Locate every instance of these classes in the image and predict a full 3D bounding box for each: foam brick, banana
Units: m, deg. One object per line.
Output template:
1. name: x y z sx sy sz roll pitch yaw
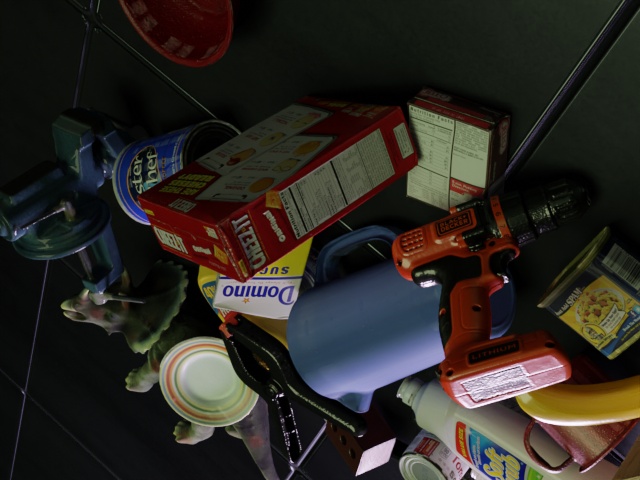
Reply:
1. foam brick: 0.049 0.239 1.321 0.078 0.051 0.053 51 145 35
2. banana: 0.263 0.138 0.972 0.198 0.037 0.069 -4 133 0

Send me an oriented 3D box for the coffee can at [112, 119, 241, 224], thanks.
1. coffee can: -0.157 -0.076 1.216 0.141 0.102 0.103 -8 117 47

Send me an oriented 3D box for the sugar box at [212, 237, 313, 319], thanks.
1. sugar box: -0.057 0.002 1.167 0.093 0.048 0.176 10 119 -7

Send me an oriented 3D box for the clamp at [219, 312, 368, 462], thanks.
1. clamp: -0.042 0.175 1.294 0.165 0.036 0.210 -24 103 47

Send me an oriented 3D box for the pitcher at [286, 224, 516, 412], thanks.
1. pitcher: 0.080 0.068 1.109 0.149 0.144 0.243 43 141 -16

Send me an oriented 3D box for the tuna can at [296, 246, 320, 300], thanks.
1. tuna can: -0.022 0.045 1.251 0.086 0.033 0.086 26 138 26

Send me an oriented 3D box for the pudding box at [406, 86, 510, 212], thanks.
1. pudding box: 0.125 -0.078 0.992 0.090 0.039 0.113 25 136 29

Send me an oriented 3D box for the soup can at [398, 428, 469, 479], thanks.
1. soup can: 0.143 0.233 1.204 0.069 0.102 0.068 26 138 26

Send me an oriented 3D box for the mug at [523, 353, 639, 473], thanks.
1. mug: 0.249 0.174 1.044 0.081 0.117 0.093 44 -178 11

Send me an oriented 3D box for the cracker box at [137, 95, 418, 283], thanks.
1. cracker box: -0.039 -0.055 1.001 0.164 0.213 0.072 18 137 55

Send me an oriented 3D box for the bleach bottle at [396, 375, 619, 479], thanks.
1. bleach bottle: 0.193 0.222 1.130 0.251 0.068 0.103 29 141 20

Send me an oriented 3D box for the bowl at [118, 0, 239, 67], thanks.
1. bowl: -0.134 -0.258 1.067 0.162 0.055 0.162 26 138 26

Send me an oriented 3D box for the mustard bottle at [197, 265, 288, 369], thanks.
1. mustard bottle: -0.099 0.070 1.329 0.096 0.058 0.191 -17 110 49

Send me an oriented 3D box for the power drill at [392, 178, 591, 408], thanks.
1. power drill: 0.158 0.040 0.917 0.185 0.187 0.057 -22 135 18

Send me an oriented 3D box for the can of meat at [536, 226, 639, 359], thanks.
1. can of meat: 0.259 0.049 0.962 0.084 0.057 0.102 39 143 6
